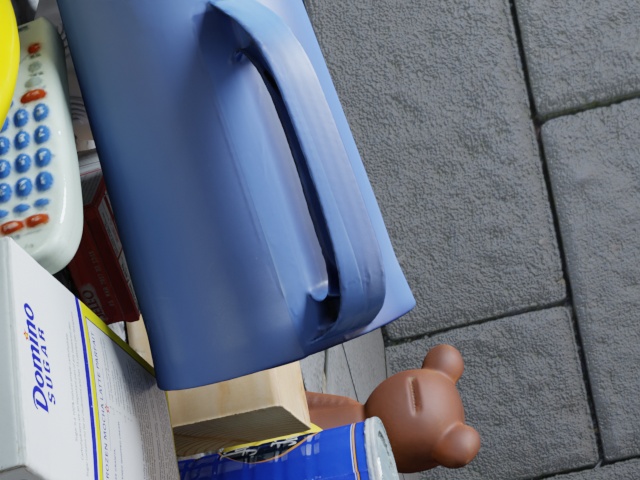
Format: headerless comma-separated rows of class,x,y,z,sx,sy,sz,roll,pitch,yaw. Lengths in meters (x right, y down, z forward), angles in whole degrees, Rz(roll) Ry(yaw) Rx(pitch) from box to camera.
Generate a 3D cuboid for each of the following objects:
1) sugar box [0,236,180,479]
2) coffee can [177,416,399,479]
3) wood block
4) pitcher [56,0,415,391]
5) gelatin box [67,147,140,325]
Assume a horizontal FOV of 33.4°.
sugar box,-0.109,0.078,0.458,0.176,0.048,0.093,60,16,-61
coffee can,-0.024,0.163,0.593,0.102,0.140,0.103,-14,90,-84
wood block,-0.074,0.024,0.692,0.090,0.090,0.206,61,17,-68
pitcher,-0.046,-0.058,0.513,0.144,0.149,0.243,-25,98,-68
gelatin box,-0.121,-0.004,0.601,0.089,0.030,0.073,-92,168,-62
